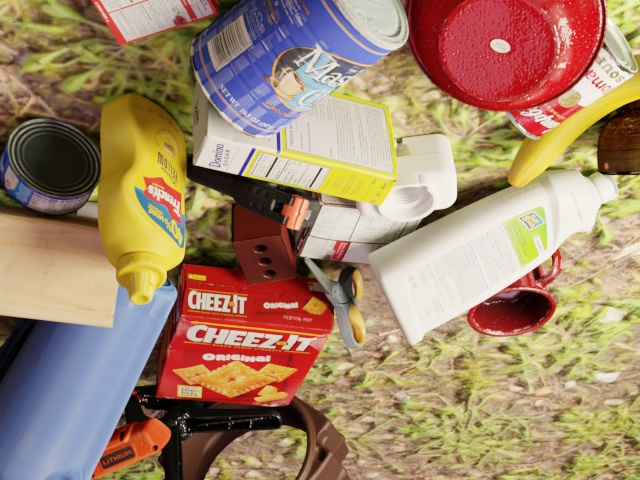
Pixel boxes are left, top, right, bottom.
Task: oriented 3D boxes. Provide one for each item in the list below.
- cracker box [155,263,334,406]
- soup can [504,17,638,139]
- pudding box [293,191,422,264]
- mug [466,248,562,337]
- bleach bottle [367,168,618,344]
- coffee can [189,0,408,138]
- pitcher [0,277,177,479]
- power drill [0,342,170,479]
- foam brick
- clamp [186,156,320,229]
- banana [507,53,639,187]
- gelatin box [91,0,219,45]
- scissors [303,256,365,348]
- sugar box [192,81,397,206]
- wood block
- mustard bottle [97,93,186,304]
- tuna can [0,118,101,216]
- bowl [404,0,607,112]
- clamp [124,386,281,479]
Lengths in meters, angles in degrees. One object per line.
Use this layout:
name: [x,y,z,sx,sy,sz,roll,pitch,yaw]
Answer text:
cracker box: [-0.090,0.113,1.185,0.164,0.072,0.214,6,149,-13]
soup can: [0.207,-0.141,0.906,0.068,0.068,0.102,29,131,-36]
pudding box: [0.038,-0.017,1.075,0.113,0.039,0.090,5,141,-17]
mug: [0.204,0.038,1.129,0.093,0.081,0.117,25,134,-33]
bleach bottle: [0.178,0.004,1.060,0.251,0.068,0.102,-26,121,1]
coffee can: [-0.017,-0.158,0.830,0.141,0.103,0.102,-31,135,31]
pitcher: [-0.254,0.125,1.092,0.149,0.145,0.243,28,96,-8]
power drill: [-0.244,0.159,1.190,0.185,0.057,0.187,-25,99,17]
foam brick: [-0.057,0.001,1.077,0.053,0.051,0.078,-9,143,6]
clamp: [-0.058,-0.044,0.958,0.120,0.171,0.039,10,96,-15]
banana: [0.240,-0.114,0.946,0.037,0.069,0.198,34,140,-22]
gelatin box: [-0.132,-0.198,0.826,0.089,0.030,0.073,-15,140,13]
scissors: [0.017,0.039,1.100,0.016,0.096,0.201,-5,143,16]
sugar box: [-0.022,-0.092,0.925,0.176,0.093,0.048,10,140,-18]
wood block: [-0.284,0.016,0.953,0.206,0.090,0.091,8,-176,-13]
mustard bottle: [-0.152,-0.029,0.911,0.058,0.191,0.096,-18,141,16]
tuna can: [-0.238,-0.064,0.944,0.086,0.086,0.034,15,140,-24]
bowl: [0.141,-0.161,0.833,0.162,0.055,0.162,8,126,10]
clamp: [-0.159,0.218,1.277,0.164,0.210,0.036,-26,122,-30]
